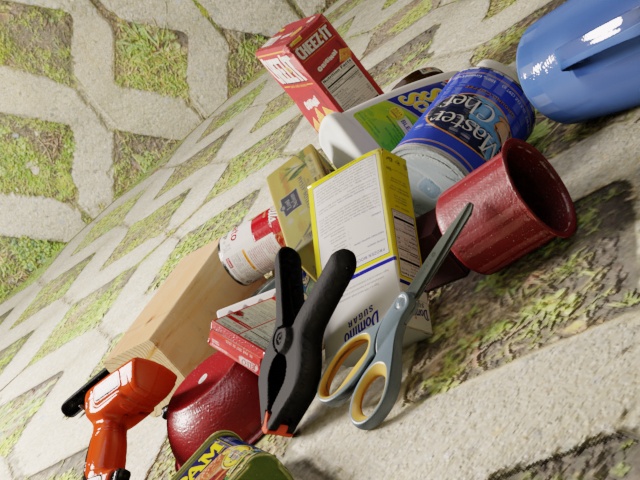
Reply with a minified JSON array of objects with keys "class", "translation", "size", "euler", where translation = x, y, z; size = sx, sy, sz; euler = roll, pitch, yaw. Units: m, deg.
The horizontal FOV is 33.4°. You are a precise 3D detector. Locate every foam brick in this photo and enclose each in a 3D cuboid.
[{"class":"foam brick","translation":[0.096,0.011,0.973],"size":[0.078,0.053,0.051],"euler":[-26,21,40]}]

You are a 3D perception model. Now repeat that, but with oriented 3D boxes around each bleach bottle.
[{"class":"bleach bottle","translation":[0.127,-0.142,1.181],"size":[0.250,0.102,0.068],"euler":[-30,-18,-22]}]

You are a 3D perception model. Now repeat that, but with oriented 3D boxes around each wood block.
[{"class":"wood block","translation":[-0.152,0.096,1.252],"size":[0.091,0.090,0.205],"euler":[-27,20,37]}]

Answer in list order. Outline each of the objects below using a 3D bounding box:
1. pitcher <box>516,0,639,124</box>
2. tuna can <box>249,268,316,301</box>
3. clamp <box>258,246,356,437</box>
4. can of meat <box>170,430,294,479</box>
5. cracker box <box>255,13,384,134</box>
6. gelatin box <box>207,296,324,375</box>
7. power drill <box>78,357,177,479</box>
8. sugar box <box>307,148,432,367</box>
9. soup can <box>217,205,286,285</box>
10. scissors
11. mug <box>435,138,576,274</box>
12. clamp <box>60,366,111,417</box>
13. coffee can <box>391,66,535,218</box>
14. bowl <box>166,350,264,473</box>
[{"class":"pitcher","translation":[0.277,-0.180,0.931],"size":[0.243,0.149,0.145],"euler":[-20,46,60]},{"class":"tuna can","translation":[-0.044,0.066,1.182],"size":[0.086,0.033,0.086],"euler":[-37,16,12]},{"class":"clamp","translation":[-0.024,0.081,0.930],"size":[0.120,0.039,0.171],"euler":[21,92,68]},{"class":"can of meat","translation":[-0.077,0.205,0.838],"size":[0.102,0.057,0.084],"euler":[-46,19,-19]},{"class":"cracker box","translation":[0.020,-0.183,1.385],"size":[0.072,0.213,0.164],"euler":[-43,16,-9]},{"class":"gelatin box","translation":[-0.050,0.091,1.012],"size":[0.073,0.030,0.089],"euler":[26,31,35]},{"class":"power drill","translation":[-0.180,0.203,0.970],"size":[0.185,0.057,0.187],"euler":[-35,36,37]},{"class":"sugar box","translation":[0.041,0.015,0.941],"size":[0.094,0.048,0.176],"euler":[-27,58,36]},{"class":"soup can","translation":[-0.058,0.001,1.219],"size":[0.102,0.068,0.068],"euler":[-29,19,25]},{"class":"scissors","translation":[0.069,0.068,0.838],"size":[0.202,0.016,0.096],"euler":[-49,35,18]},{"class":"mug","translation":[0.157,-0.025,0.888],"size":[0.082,0.093,0.117],"euler":[-35,-16,34]},{"class":"clamp","translation":[-0.243,0.155,1.396],"size":[0.209,0.036,0.165],"euler":[-47,16,-23]},{"class":"coffee can","translation":[0.139,-0.093,1.064],"size":[0.103,0.102,0.140],"euler":[-20,25,51]},{"class":"bowl","translation":[-0.095,0.151,1.029],"size":[0.162,0.055,0.162],"euler":[-37,15,12]}]
